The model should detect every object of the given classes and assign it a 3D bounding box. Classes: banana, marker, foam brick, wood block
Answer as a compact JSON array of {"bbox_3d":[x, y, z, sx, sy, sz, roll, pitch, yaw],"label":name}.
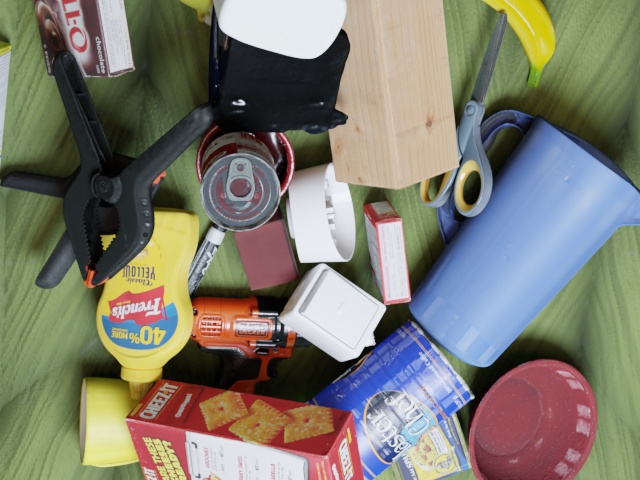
[{"bbox_3d":[0.164,-0.233,1.037,0.197,0.037,0.070,39,97,-15],"label":"banana"},{"bbox_3d":[-0.119,0.016,1.092,0.020,0.020,0.121,27,102,-13],"label":"marker"},{"bbox_3d":[-0.057,0.001,1.066,0.051,0.053,0.078,-16,126,-2],"label":"foam brick"},{"bbox_3d":[0.061,-0.162,1.004,0.090,0.090,0.206,-22,111,-37],"label":"wood block"}]

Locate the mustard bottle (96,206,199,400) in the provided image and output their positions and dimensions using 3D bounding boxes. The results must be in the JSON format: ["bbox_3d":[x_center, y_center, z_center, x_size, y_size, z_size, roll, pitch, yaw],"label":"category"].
[{"bbox_3d":[-0.174,0.063,1.060,0.096,0.058,0.191,5,95,9],"label":"mustard bottle"}]

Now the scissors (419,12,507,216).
[{"bbox_3d":[0.157,-0.110,1.033,0.016,0.096,0.202,5,122,-40],"label":"scissors"}]

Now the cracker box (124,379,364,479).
[{"bbox_3d":[-0.064,0.227,1.027,0.214,0.072,0.164,6,125,26],"label":"cracker box"}]

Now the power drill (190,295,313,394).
[{"bbox_3d":[-0.053,0.148,1.121,0.184,0.057,0.188,4,104,-7],"label":"power drill"}]

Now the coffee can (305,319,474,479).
[{"bbox_3d":[0.068,0.162,1.071,0.140,0.103,0.102,-39,107,-2],"label":"coffee can"}]

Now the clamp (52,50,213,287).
[{"bbox_3d":[-0.193,-0.060,0.965,0.165,0.036,0.210,29,113,18],"label":"clamp"}]

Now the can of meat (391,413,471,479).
[{"bbox_3d":[0.110,0.214,1.155,0.084,0.057,0.102,-20,107,-1],"label":"can of meat"}]

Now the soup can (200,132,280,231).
[{"bbox_3d":[-0.072,-0.055,0.945,0.068,0.102,0.068,-2,107,-6],"label":"soup can"}]

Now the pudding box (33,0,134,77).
[{"bbox_3d":[-0.220,-0.208,0.980,0.090,0.039,0.113,8,114,39],"label":"pudding box"}]

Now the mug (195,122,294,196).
[{"bbox_3d":[-0.079,-0.093,1.031,0.093,0.081,0.117,-24,108,2],"label":"mug"}]

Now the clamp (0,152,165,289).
[{"bbox_3d":[-0.224,-0.025,1.023,0.172,0.039,0.120,-14,93,21],"label":"clamp"}]

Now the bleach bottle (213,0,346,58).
[{"bbox_3d":[-0.054,-0.261,0.908,0.102,0.251,0.068,11,132,-26],"label":"bleach bottle"}]

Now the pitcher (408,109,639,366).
[{"bbox_3d":[0.191,-0.002,1.071,0.144,0.149,0.243,30,105,-29],"label":"pitcher"}]

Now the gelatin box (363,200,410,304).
[{"bbox_3d":[0.068,0.012,1.081,0.030,0.073,0.089,-9,107,-4],"label":"gelatin box"}]

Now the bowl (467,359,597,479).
[{"bbox_3d":[0.217,0.198,1.149,0.161,0.055,0.162,-5,103,-23],"label":"bowl"}]
